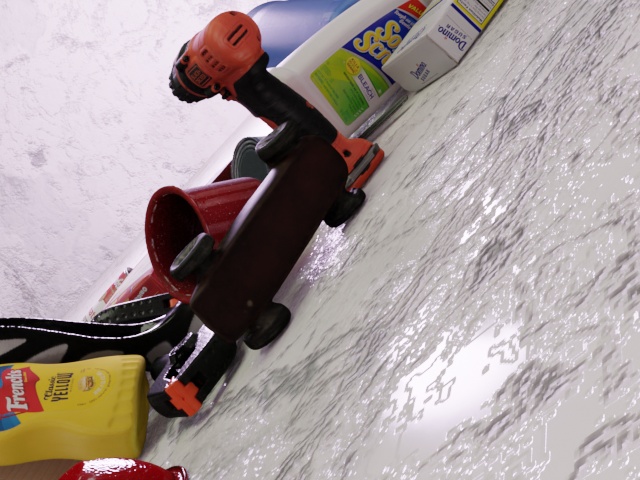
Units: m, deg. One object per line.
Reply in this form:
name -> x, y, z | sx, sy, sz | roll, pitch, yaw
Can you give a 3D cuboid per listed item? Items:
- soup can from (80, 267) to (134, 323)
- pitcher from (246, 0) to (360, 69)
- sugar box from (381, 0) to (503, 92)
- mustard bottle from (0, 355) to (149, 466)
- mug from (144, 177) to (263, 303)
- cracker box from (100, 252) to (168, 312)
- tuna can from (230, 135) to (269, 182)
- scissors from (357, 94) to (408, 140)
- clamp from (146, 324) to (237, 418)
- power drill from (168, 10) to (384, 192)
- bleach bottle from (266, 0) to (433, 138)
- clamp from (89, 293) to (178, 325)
soup can -> -0.275, 0.097, 1.475 | 0.102, 0.068, 0.068 | -48, 10, 6
pitcher -> 0.013, -0.212, 1.191 | 0.149, 0.145, 0.243 | -46, 23, -15
sugar box -> 0.135, -0.220, 0.988 | 0.176, 0.048, 0.093 | -56, 12, -20
mustard bottle -> -0.236, 0.136, 0.849 | 0.096, 0.191, 0.058 | -95, 2, -55
mug -> -0.086, 0.001, 0.851 | 0.081, 0.093, 0.117 | -15, -20, -39
cracker box -> -0.179, 0.052, 1.227 | 0.164, 0.072, 0.213 | -42, 11, 30
tuna can -> -0.061, -0.069, 1.137 | 0.033, 0.086, 0.086 | -8, -15, -32
scissors -> 0.008, -0.063, 1.020 | 0.202, 0.016, 0.096 | -36, 18, 52
clamp -> -0.102, 0.096, 0.822 | 0.120, 0.039, 0.171 | -47, 5, 19
power drill -> -0.046, -0.106, 0.919 | 0.057, 0.187, 0.185 | -53, 12, -14
bleach bottle -> 0.058, -0.200, 1.042 | 0.250, 0.102, 0.068 | -46, 27, -16
clamp -> -0.216, 0.115, 1.104 | 0.210, 0.164, 0.036 | -27, 55, 15
